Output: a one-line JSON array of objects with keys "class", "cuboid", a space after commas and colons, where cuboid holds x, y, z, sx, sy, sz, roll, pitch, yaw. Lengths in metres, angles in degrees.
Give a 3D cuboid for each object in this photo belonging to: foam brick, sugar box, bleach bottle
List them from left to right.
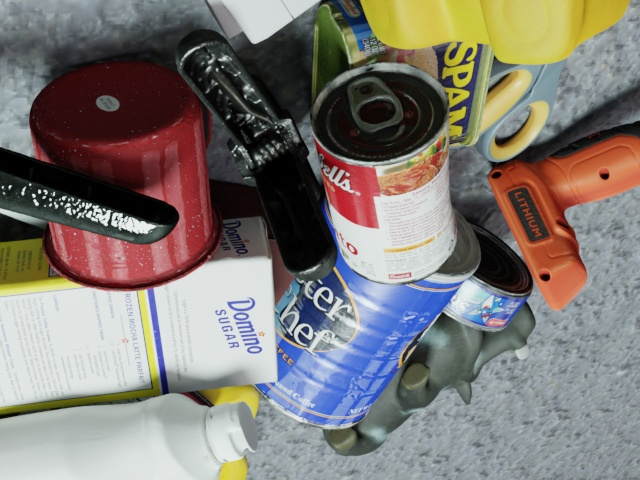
[{"class": "bleach bottle", "cuboid": [-0.159, 0.130, 0.586, 0.251, 0.068, 0.102, -17, 146, 10]}, {"class": "sugar box", "cuboid": [-0.113, 0.041, 0.574, 0.176, 0.048, 0.093, -7, 129, -8]}, {"class": "foam brick", "cuboid": [-0.054, 0.001, 0.629, 0.078, 0.051, 0.053, 8, 127, -41]}]

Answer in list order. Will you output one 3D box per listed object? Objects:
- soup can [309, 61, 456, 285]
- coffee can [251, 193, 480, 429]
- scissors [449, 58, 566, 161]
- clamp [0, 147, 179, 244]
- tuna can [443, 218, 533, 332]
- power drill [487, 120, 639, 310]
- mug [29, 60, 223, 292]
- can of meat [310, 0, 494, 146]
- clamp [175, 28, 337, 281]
[{"class": "soup can", "cuboid": [0.036, -0.032, 0.551, 0.068, 0.068, 0.102, -25, 142, -9]}, {"class": "coffee can", "cuboid": [0.021, 0.036, 0.678, 0.102, 0.103, 0.140, 5, 130, -38]}, {"class": "scissors", "cuboid": [0.158, -0.118, 0.672, 0.202, 0.016, 0.096, -36, 144, 6]}, {"class": "clamp", "cuboid": [-0.173, -0.042, 0.456, 0.210, 0.036, 0.164, -23, 109, 11]}, {"class": "tuna can", "cuboid": [0.103, 0.021, 0.732, 0.085, 0.086, 0.034, 7, 127, -40]}, {"class": "power drill", "cuboid": [0.218, -0.029, 0.691, 0.188, 0.184, 0.057, -27, 143, 9]}, {"class": "mug", "cuboid": [-0.090, -0.041, 0.534, 0.117, 0.093, 0.081, -46, 147, -41]}, {"class": "can of meat", "cuboid": [0.043, -0.092, 0.588, 0.083, 0.057, 0.102, -15, 139, -16]}, {"class": "clamp", "cuboid": [-0.022, -0.037, 0.532, 0.039, 0.120, 0.171, -22, 179, 7]}]
